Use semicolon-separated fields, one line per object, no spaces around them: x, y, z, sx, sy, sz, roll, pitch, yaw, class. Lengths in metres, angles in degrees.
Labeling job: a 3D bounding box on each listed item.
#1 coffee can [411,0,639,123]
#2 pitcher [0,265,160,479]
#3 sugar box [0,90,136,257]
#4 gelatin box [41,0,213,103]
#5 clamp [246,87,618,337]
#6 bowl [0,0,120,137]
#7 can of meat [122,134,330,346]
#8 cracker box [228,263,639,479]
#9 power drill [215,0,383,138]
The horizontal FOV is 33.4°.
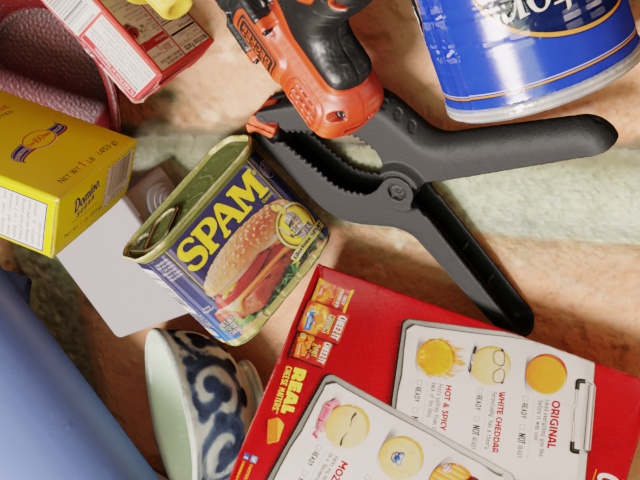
0.089;-0.142;0.522;0.103;0.102;0.140;-13;111;26;coffee can
-0.210;0.148;0.728;0.149;0.145;0.243;-41;87;2;pitcher
-0.207;-0.056;0.622;0.176;0.093;0.048;22;121;9;sugar box
-0.114;-0.130;0.625;0.030;0.073;0.089;-37;99;30;gelatin box
0.055;-0.029;0.631;0.210;0.036;0.165;19;133;17;clamp
-0.188;-0.098;0.682;0.162;0.055;0.162;9;119;17;bowl
-0.054;0.001;0.650;0.084;0.102;0.058;47;163;-22;can of meat
0.068;0.129;0.643;0.214;0.164;0.072;19;166;11;cracker box
-0.016;-0.157;0.520;0.184;0.057;0.188;54;162;7;power drill
